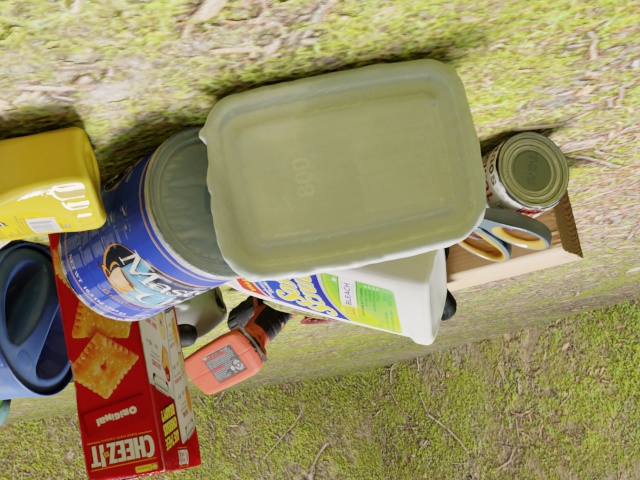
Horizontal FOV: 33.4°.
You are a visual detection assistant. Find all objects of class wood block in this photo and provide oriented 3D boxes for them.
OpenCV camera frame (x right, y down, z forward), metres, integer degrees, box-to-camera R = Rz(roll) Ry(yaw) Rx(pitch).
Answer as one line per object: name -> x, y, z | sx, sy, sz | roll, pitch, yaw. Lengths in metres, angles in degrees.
wood block -> 0.138, -0.004, 1.043 | 0.206, 0.091, 0.090 | -15, 168, 24

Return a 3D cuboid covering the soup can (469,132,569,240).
soup can -> 0.158, -0.045, 0.909 | 0.068, 0.068, 0.102 | -7, 168, -20

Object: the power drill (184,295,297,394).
power drill -> -0.083, 0.104, 1.271 | 0.185, 0.057, 0.187 | -33, -171, 39

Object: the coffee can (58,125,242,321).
coffee can -> -0.106, -0.008, 0.740 | 0.102, 0.103, 0.141 | -3, 167, -38

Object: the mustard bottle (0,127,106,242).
mustard bottle -> -0.232, -0.023, 0.651 | 0.191, 0.058, 0.096 | -10, 168, -6

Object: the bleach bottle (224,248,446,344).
bleach bottle -> -0.022, 0.022, 0.910 | 0.251, 0.068, 0.102 | 9, 145, 17

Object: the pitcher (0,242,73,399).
pitcher -> -0.349, 0.090, 0.936 | 0.243, 0.145, 0.149 | -11, 149, 17

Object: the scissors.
scissors -> 0.115, -0.029, 0.857 | 0.096, 0.016, 0.201 | -1, 154, 37

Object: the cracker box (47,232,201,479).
cracker box -> -0.167, 0.097, 0.921 | 0.072, 0.214, 0.164 | -12, 169, 2
